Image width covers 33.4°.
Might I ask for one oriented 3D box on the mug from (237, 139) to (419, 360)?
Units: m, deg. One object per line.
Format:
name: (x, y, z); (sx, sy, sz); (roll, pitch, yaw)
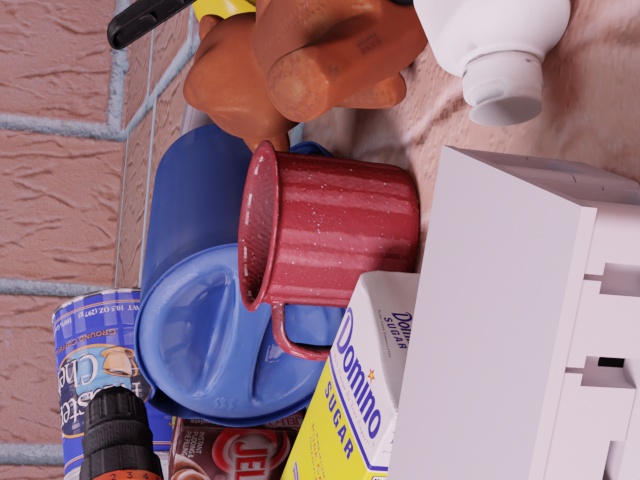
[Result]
mug: (0.003, 0.007, 0.582); (0.093, 0.081, 0.117); (148, 126, -71)

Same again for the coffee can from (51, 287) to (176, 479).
coffee can: (-0.158, 0.122, 0.853); (0.103, 0.102, 0.140); (121, 142, -59)

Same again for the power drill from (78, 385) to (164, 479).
power drill: (-0.083, 0.199, 0.670); (0.187, 0.057, 0.184); (46, -158, -44)

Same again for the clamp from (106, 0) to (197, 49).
clamp: (-0.070, -0.218, 0.836); (0.036, 0.164, 0.210); (88, -170, -69)

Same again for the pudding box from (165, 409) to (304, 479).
pudding box: (-0.064, 0.164, 0.767); (0.039, 0.090, 0.114); (-102, 22, -52)

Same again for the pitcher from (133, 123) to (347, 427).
pitcher: (-0.055, 0.001, 0.748); (0.243, 0.149, 0.145); (-106, 11, -61)

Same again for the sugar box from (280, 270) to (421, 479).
sugar box: (0.022, 0.109, 0.551); (0.093, 0.048, 0.176); (-102, 21, -47)
